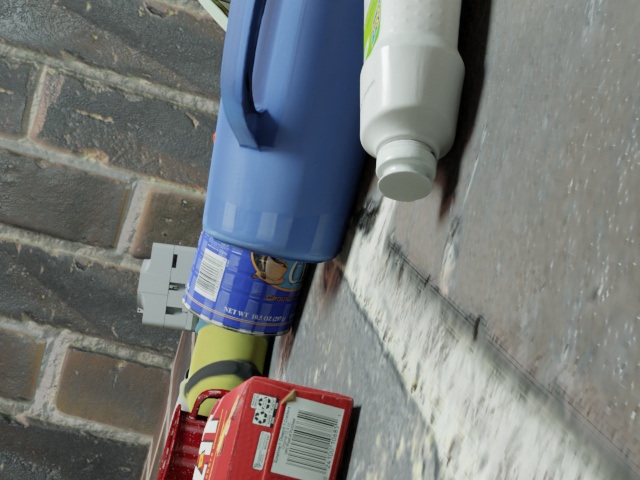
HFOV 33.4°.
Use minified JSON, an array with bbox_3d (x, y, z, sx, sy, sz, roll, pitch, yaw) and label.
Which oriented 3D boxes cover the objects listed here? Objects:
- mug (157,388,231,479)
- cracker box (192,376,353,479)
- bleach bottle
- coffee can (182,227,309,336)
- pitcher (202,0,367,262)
[{"bbox_3d":[-0.095,0.189,0.950,0.093,0.081,0.117,-128,53,-80],"label":"mug"},{"bbox_3d":[-0.048,0.180,0.693,0.214,0.072,0.164,133,151,-74],"label":"cracker box"},{"bbox_3d":[0.053,-0.131,0.610,0.103,0.068,0.251,98,178,-60],"label":"bleach bottle"},{"bbox_3d":[-0.056,0.001,0.949,0.103,0.102,0.140,-107,32,-75],"label":"coffee can"},{"bbox_3d":[-0.019,-0.111,0.796,0.145,0.149,0.243,-152,73,-70],"label":"pitcher"}]
